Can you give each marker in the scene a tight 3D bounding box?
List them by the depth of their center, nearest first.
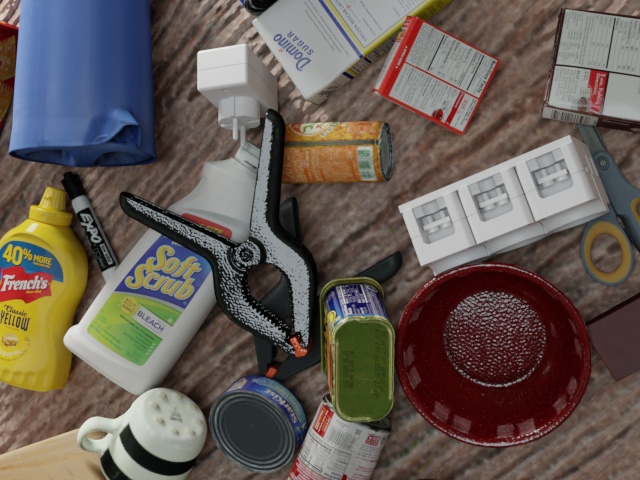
[{"bbox_3d":[-0.222,-0.012,1.039,0.020,0.020,0.121,-28,82,14],"label":"marker"}]

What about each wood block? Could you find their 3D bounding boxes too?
[{"bbox_3d":[-0.242,0.237,0.947,0.090,0.206,0.091,43,101,12],"label":"wood block"}]

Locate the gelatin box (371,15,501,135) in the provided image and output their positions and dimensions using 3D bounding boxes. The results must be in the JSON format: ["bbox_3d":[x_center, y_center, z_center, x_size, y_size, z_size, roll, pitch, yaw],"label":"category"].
[{"bbox_3d":[0.100,-0.142,0.922,0.089,0.030,0.073,23,98,-18],"label":"gelatin box"}]

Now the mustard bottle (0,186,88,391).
[{"bbox_3d":[-0.275,0.043,1.034,0.096,0.058,0.191,14,93,21],"label":"mustard bottle"}]

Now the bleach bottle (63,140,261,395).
[{"bbox_3d":[-0.130,0.015,0.990,0.102,0.068,0.251,34,97,8],"label":"bleach bottle"}]

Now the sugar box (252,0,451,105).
[{"bbox_3d":[0.036,-0.211,0.953,0.176,0.048,0.093,-36,80,16],"label":"sugar box"}]

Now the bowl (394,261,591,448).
[{"bbox_3d":[0.146,0.091,0.903,0.162,0.055,0.162,3,103,12],"label":"bowl"}]

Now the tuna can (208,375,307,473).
[{"bbox_3d":[-0.056,0.166,0.967,0.086,0.033,0.086,10,116,21],"label":"tuna can"}]

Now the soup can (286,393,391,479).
[{"bbox_3d":[0.013,0.195,0.944,0.068,0.068,0.102,25,96,15],"label":"soup can"}]

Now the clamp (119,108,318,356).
[{"bbox_3d":[-0.056,0.001,0.931,0.165,0.036,0.210,-35,91,13],"label":"clamp"}]

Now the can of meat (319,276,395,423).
[{"bbox_3d":[0.032,0.094,0.912,0.057,0.084,0.102,-3,110,-5],"label":"can of meat"}]

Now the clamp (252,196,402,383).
[{"bbox_3d":[-0.002,0.057,0.965,0.120,0.039,0.171,20,103,14],"label":"clamp"}]

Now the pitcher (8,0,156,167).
[{"bbox_3d":[-0.224,-0.189,0.994,0.149,0.145,0.243,0,86,4],"label":"pitcher"}]

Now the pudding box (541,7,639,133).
[{"bbox_3d":[0.247,-0.140,0.886,0.113,0.039,0.090,11,85,9],"label":"pudding box"}]
